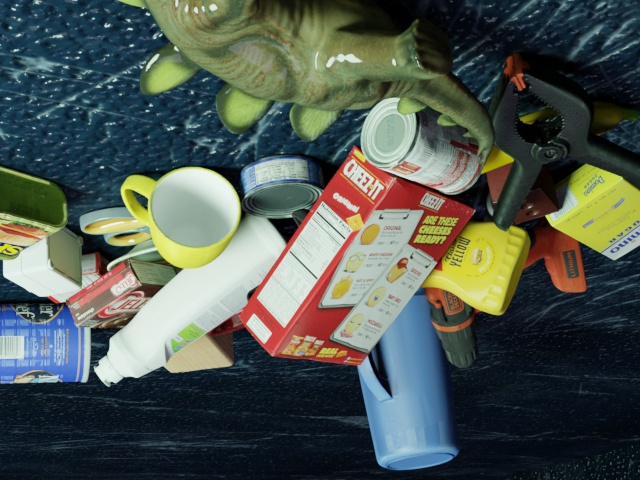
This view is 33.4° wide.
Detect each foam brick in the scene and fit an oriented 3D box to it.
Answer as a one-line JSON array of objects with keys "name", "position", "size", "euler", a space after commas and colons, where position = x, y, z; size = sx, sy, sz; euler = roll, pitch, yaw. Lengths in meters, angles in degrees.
[{"name": "foam brick", "position": [0.210, -0.058, 1.108], "size": [0.053, 0.051, 0.078], "euler": [-17, 157, 24]}]

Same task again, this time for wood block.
[{"name": "wood block", "position": [-0.175, 0.097, 1.343], "size": [0.091, 0.090, 0.206], "euler": [-7, 159, 5]}]

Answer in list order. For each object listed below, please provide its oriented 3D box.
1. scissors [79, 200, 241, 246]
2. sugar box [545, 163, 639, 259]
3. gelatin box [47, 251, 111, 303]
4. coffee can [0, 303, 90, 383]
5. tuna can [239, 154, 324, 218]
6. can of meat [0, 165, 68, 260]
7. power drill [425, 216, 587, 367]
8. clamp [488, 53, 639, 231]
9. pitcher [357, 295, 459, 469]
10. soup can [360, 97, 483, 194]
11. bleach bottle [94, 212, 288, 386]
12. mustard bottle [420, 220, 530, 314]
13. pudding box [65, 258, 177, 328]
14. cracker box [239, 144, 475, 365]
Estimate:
[{"name": "scissors", "position": [-0.154, -0.021, 1.145], "size": [0.201, 0.016, 0.096], "euler": [-5, 161, -5]}, {"name": "sugar box", "position": [0.323, -0.034, 1.187], "size": [0.093, 0.048, 0.176], "euler": [-37, 145, 25]}, {"name": "gelatin box", "position": [-0.286, 0.043, 1.253], "size": [0.089, 0.030, 0.073], "euler": [-10, 158, 9]}, {"name": "coffee can", "position": [-0.367, 0.130, 1.352], "size": [0.140, 0.103, 0.103], "euler": [1, 158, -18]}, {"name": "tuna can", "position": [-0.038, -0.054, 1.068], "size": [0.086, 0.034, 0.086], "euler": [-6, 159, -2]}, {"name": "can of meat", "position": [-0.307, -0.027, 1.028], "size": [0.084, 0.057, 0.101], "euler": [-25, 153, 33]}, {"name": "power drill", "position": [0.217, 0.054, 1.262], "size": [0.187, 0.057, 0.184], "euler": [-21, 124, -4]}, {"name": "clamp", "position": [0.200, -0.085, 0.972], "size": [0.165, 0.036, 0.209], "euler": [-23, 136, 25]}, {"name": "pitcher", "position": [0.104, 0.171, 1.404], "size": [0.149, 0.243, 0.145], "euler": [-3, 157, -12]}, {"name": "soup can", "position": [0.095, -0.086, 0.976], "size": [0.069, 0.068, 0.102], "euler": [-24, 152, 39]}, {"name": "bleach bottle", "position": [-0.141, 0.070, 1.161], "size": [0.251, 0.068, 0.102], "euler": [-37, 157, -1]}, {"name": "mustard bottle", "position": [0.125, 0.007, 1.170], "size": [0.192, 0.096, 0.058], "euler": [19, 173, 21]}, {"name": "pudding box", "position": [-0.213, 0.060, 1.178], "size": [0.090, 0.039, 0.113], "euler": [-31, 167, 14]}, {"name": "cracker box", "position": [0.037, 0.021, 1.079], "size": [0.163, 0.072, 0.214], "euler": [15, 114, -54]}]
